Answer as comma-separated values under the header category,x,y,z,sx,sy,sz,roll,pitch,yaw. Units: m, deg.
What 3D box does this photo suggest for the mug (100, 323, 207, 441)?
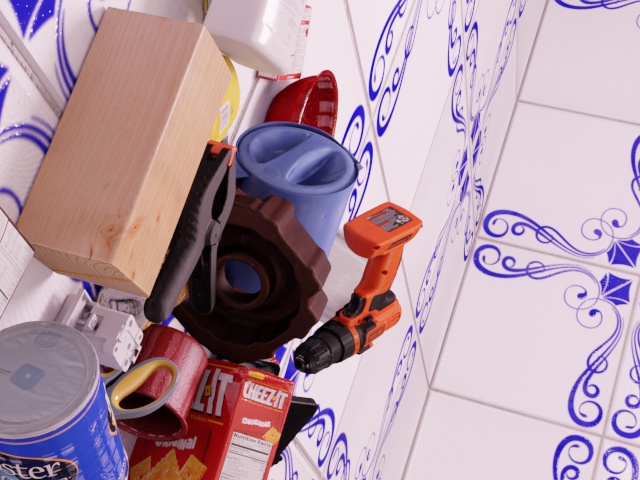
category,x,y,z,sx,sy,sz,roll,pitch,yaw
mug,-0.165,0.127,1.021,0.117,0.093,0.081,46,46,-30

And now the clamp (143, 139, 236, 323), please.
category,x,y,z,sx,sy,sz,roll,pitch,yaw
clamp,-0.114,-0.003,0.959,0.120,0.039,0.171,-38,139,-74

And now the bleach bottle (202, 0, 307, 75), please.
category,x,y,z,sx,sy,sz,roll,pitch,yaw
bleach bottle,-0.029,-0.287,0.986,0.251,0.068,0.102,-70,158,-4

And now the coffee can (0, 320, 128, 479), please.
category,x,y,z,sx,sy,sz,roll,pitch,yaw
coffee can,-0.210,0.145,0.825,0.140,0.103,0.102,87,23,-46

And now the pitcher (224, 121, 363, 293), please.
category,x,y,z,sx,sy,sz,roll,pitch,yaw
pitcher,-0.058,0.001,1.177,0.145,0.149,0.243,-65,172,-53

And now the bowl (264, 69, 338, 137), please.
category,x,y,z,sx,sy,sz,roll,pitch,yaw
bowl,-0.029,-0.134,1.305,0.162,0.055,0.162,14,90,-74

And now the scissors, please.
category,x,y,z,sx,sy,sz,roll,pitch,yaw
scissors,-0.218,0.146,0.931,0.201,0.096,0.016,-28,158,-30

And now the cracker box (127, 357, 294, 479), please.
category,x,y,z,sx,sy,sz,roll,pitch,yaw
cracker box,-0.126,0.226,1.078,0.072,0.164,0.213,24,77,-36

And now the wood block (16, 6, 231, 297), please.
category,x,y,z,sx,sy,sz,roll,pitch,yaw
wood block,-0.154,-0.071,0.858,0.090,0.091,0.206,61,45,-68

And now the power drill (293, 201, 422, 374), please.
category,x,y,z,sx,sy,sz,roll,pitch,yaw
power drill,0.045,0.057,1.252,0.184,0.057,0.188,-29,143,-46
